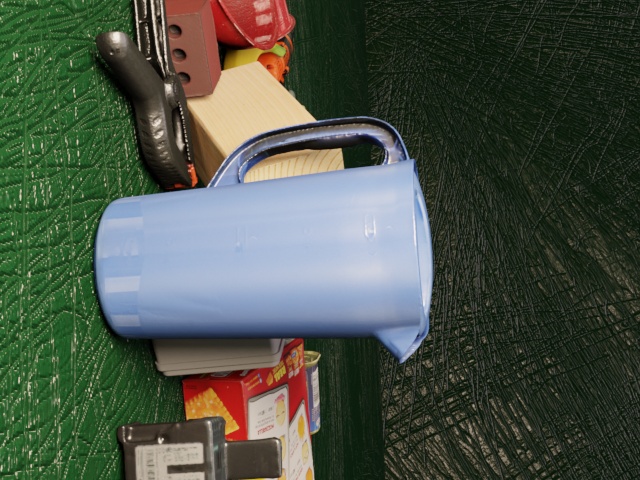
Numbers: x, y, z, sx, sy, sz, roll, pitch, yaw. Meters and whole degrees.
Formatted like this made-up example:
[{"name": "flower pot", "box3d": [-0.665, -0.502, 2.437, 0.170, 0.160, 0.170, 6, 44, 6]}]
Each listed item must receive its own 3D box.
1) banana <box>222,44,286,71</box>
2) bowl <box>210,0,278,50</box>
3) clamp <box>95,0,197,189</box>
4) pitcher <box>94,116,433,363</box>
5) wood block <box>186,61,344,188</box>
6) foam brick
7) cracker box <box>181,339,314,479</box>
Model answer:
[{"name": "banana", "box3d": [-0.083, -0.206, 1.255, 0.069, 0.037, 0.197, 39, 36, -15]}, {"name": "bowl", "box3d": [-0.102, -0.253, 1.044, 0.162, 0.055, 0.162, 52, 27, -42]}, {"name": "clamp", "box3d": [-0.139, -0.123, 0.883, 0.164, 0.036, 0.210, -83, 167, -55]}, {"name": "pitcher", "box3d": [-0.039, 0.004, 0.801, 0.149, 0.243, 0.145, -80, 164, -59]}, {"name": "wood block", "box3d": [-0.057, -0.077, 0.963, 0.206, 0.090, 0.090, -129, -154, -53]}, {"name": "foam brick", "box3d": [-0.123, -0.175, 0.963, 0.051, 0.053, 0.078, -79, 163, -61]}, {"name": "cracker box", "box3d": [-0.067, 0.217, 1.062, 0.164, 0.072, 0.214, -29, 117, -68]}]
